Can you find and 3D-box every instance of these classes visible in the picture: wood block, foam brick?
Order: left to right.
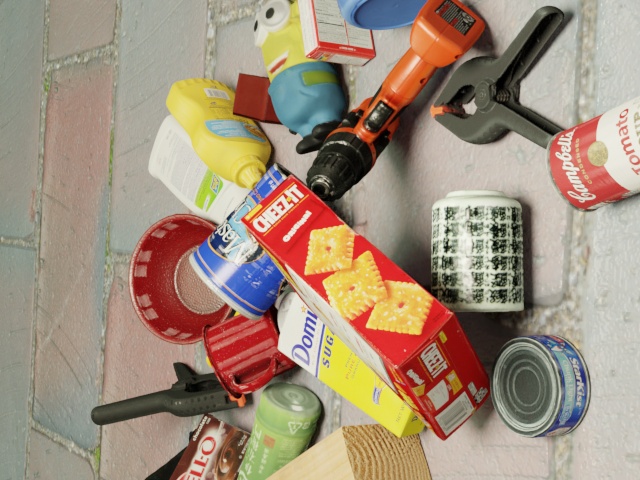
[{"bbox_3d":[-0.060,-0.166,1.257,0.078,0.052,0.051,22,106,54],"label":"foam brick"},{"bbox_3d":[0.016,0.264,1.085,0.206,0.090,0.090,-44,53,46],"label":"wood block"}]

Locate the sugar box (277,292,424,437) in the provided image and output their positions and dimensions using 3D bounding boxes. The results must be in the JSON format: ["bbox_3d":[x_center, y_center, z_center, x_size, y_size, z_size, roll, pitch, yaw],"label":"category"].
[{"bbox_3d":[0.039,0.108,1.055,0.176,0.048,0.093,30,109,33],"label":"sugar box"}]

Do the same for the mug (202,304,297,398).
[{"bbox_3d":[-0.076,0.127,1.204,0.093,0.081,0.117,60,-171,-28],"label":"mug"}]

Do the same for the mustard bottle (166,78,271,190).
[{"bbox_3d":[-0.113,-0.124,1.294,0.192,0.096,0.058,56,129,41],"label":"mustard bottle"}]

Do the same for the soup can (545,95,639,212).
[{"bbox_3d":[0.230,-0.068,0.802,0.102,0.068,0.068,-25,67,52],"label":"soup can"}]

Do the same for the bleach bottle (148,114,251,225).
[{"bbox_3d":[-0.136,-0.065,1.358,0.251,0.067,0.103,47,126,44],"label":"bleach bottle"}]

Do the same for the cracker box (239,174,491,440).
[{"bbox_3d":[0.043,0.057,0.930,0.072,0.164,0.214,-42,54,-6],"label":"cracker box"}]

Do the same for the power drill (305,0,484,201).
[{"bbox_3d":[0.065,-0.131,0.985,0.188,0.057,0.184,-49,4,36],"label":"power drill"}]

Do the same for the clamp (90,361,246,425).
[{"bbox_3d":[-0.181,0.198,1.351,0.210,0.164,0.036,-3,107,47],"label":"clamp"}]

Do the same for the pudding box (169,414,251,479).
[{"bbox_3d":[-0.127,0.276,1.287,0.090,0.039,0.113,17,71,38],"label":"pudding box"}]

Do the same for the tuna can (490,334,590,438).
[{"bbox_3d":[0.182,0.122,0.893,0.086,0.033,0.086,-5,84,56],"label":"tuna can"}]

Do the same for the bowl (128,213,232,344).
[{"bbox_3d":[-0.159,0.048,1.329,0.162,0.055,0.162,-1,87,27],"label":"bowl"}]

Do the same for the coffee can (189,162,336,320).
[{"bbox_3d":[-0.058,0.001,1.151,0.140,0.102,0.103,-47,44,7],"label":"coffee can"}]

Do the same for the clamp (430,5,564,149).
[{"bbox_3d":[0.160,-0.119,0.937,0.172,0.039,0.120,-27,61,59],"label":"clamp"}]

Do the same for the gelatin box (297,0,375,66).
[{"bbox_3d":[0.015,-0.232,1.128,0.030,0.073,0.089,-30,64,52],"label":"gelatin box"}]
